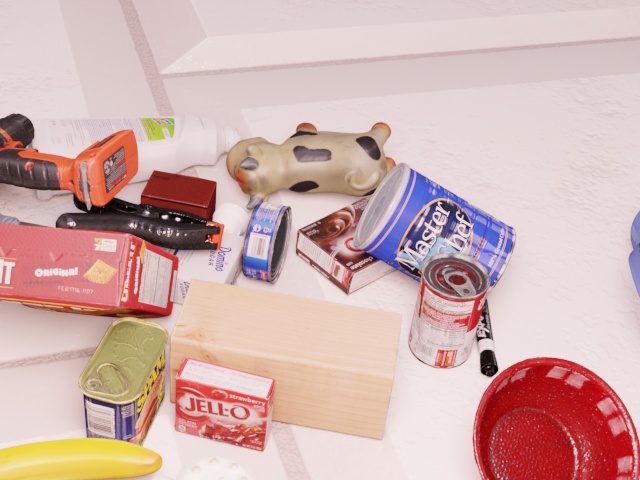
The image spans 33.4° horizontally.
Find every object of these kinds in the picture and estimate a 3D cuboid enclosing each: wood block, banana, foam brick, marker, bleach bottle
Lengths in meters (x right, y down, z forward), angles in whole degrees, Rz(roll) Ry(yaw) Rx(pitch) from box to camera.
[{"bbox_3d":[-0.032,0.113,1.017,0.206,0.090,0.090,9,39,3],"label":"wood block"},{"bbox_3d":[-0.238,0.199,0.916,0.197,0.037,0.070,-9,24,-18],"label":"banana"},{"bbox_3d":[-0.160,-0.040,1.211,0.078,0.051,0.053,11,39,4],"label":"foam brick"},{"bbox_3d":[0.172,0.096,1.121,0.020,0.020,0.121,5,40,-3],"label":"marker"},{"bbox_3d":[-0.217,-0.108,1.278,0.250,0.068,0.103,-6,42,-19],"label":"bleach bottle"}]

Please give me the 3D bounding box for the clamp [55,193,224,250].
[{"bbox_3d":[-0.188,-0.016,1.098,0.171,0.039,0.120,10,22,3],"label":"clamp"}]

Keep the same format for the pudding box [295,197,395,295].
[{"bbox_3d":[0.041,0.005,1.196,0.113,0.039,0.090,-28,51,-35],"label":"pudding box"}]

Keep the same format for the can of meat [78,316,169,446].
[{"bbox_3d":[-0.177,0.136,0.972,0.057,0.084,0.102,13,40,7],"label":"can of meat"}]

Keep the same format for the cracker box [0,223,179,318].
[{"bbox_3d":[-0.235,0.031,0.996,0.164,0.213,0.072,5,84,5],"label":"cracker box"}]

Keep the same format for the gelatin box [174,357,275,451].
[{"bbox_3d":[-0.088,0.151,0.975,0.089,0.073,0.030,12,40,7],"label":"gelatin box"}]

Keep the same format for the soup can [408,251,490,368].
[{"bbox_3d":[0.128,0.072,1.079,0.068,0.102,0.068,4,40,-4],"label":"soup can"}]

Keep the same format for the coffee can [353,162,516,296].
[{"bbox_3d":[0.120,-0.004,1.133,0.140,0.103,0.102,29,39,-10],"label":"coffee can"}]

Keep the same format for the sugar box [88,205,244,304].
[{"bbox_3d":[-0.176,0.016,1.148,0.176,0.048,0.093,17,40,7],"label":"sugar box"}]

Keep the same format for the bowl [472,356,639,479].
[{"bbox_3d":[0.202,0.189,0.957,0.162,0.055,0.162,5,68,-14],"label":"bowl"}]

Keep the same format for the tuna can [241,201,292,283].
[{"bbox_3d":[-0.058,0.001,1.150,0.034,0.086,0.086,12,40,9],"label":"tuna can"}]

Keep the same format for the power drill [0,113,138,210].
[{"bbox_3d":[-0.290,-0.087,1.116,0.188,0.057,0.184,3,27,14],"label":"power drill"}]
